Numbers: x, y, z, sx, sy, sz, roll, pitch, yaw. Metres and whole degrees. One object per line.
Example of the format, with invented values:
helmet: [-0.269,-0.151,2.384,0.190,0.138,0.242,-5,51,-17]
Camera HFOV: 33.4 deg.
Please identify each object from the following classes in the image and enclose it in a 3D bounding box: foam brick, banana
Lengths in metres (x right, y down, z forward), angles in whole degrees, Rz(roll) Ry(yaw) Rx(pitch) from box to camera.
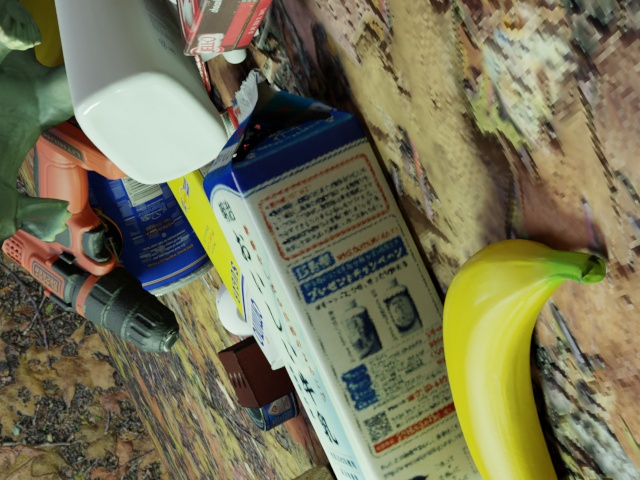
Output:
foam brick: [-0.047,0.103,0.877,0.053,0.051,0.078,64,164,1]
banana: [0.082,0.064,0.462,0.070,0.037,0.198,51,159,42]

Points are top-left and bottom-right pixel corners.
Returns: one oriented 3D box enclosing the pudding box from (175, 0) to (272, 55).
pudding box: [-0.050,-0.153,0.492,0.090,0.039,0.113,148,115,-73]

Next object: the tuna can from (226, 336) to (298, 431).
tuna can: [-0.056,0.130,0.973,0.086,0.033,0.086,55,161,29]

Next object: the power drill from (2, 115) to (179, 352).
power drill: [-0.177,-0.015,0.836,0.184,0.057,0.188,31,131,19]

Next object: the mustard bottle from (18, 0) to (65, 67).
mustard bottle: [-0.212,-0.169,0.891,0.191,0.058,0.096,-58,-16,-82]

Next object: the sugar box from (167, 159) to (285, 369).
sugar box: [-0.055,0.001,0.765,0.176,0.048,0.093,62,164,12]

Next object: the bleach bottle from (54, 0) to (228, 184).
bleach bottle: [-0.129,-0.163,0.668,0.102,0.068,0.251,50,-162,-58]

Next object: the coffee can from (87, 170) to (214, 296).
coffee can: [-0.159,-0.032,0.926,0.103,0.102,0.140,25,138,65]
